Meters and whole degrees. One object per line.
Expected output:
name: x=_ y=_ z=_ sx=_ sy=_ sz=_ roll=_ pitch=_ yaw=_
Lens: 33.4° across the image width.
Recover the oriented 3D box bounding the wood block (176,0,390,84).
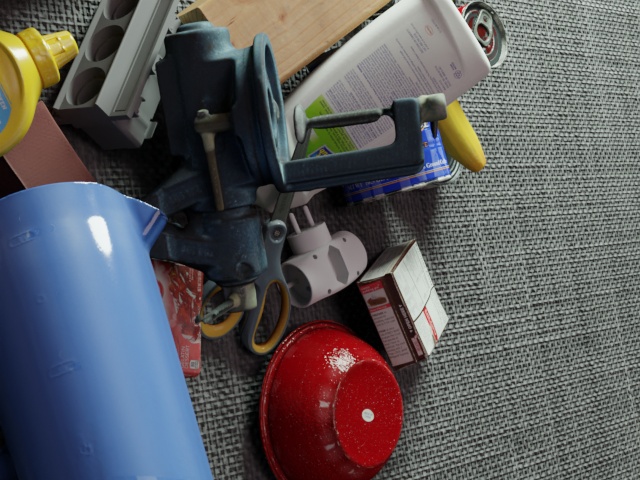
wood block: x=-0.015 y=-0.211 z=0.911 sx=0.206 sy=0.091 sz=0.090 roll=-40 pitch=109 yaw=-18

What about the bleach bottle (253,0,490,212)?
bleach bottle: x=0.014 y=-0.110 z=0.903 sx=0.251 sy=0.068 sz=0.102 roll=-34 pitch=97 yaw=-1

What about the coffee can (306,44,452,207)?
coffee can: x=0.054 y=-0.111 z=0.989 sx=0.102 sy=0.103 sz=0.140 roll=-18 pitch=92 yaw=-43

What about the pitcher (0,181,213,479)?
pitcher: x=-0.158 y=0.098 z=0.684 sx=0.144 sy=0.149 sz=0.243 roll=4 pitch=54 yaw=-44

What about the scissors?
scissors: x=-0.056 y=0.001 z=0.870 sx=0.096 sy=0.016 sz=0.202 roll=-5 pitch=110 yaw=-29

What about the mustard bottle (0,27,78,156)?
mustard bottle: x=-0.248 y=-0.091 z=0.699 sx=0.191 sy=0.058 sz=0.096 roll=-29 pitch=95 yaw=-18

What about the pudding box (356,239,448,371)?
pudding box: x=0.078 y=0.057 z=0.990 sx=0.090 sy=0.039 sz=0.113 roll=66 pitch=20 yaw=-8

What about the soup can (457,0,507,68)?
soup can: x=0.127 y=-0.192 z=1.073 sx=0.068 sy=0.102 sz=0.068 roll=11 pitch=73 yaw=-40

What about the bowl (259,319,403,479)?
bowl: x=0.022 y=0.148 z=0.921 sx=0.161 sy=0.055 sz=0.162 roll=7 pitch=80 yaw=-46

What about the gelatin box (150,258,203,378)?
gelatin box: x=-0.129 y=0.061 z=0.834 sx=0.073 sy=0.030 sz=0.089 roll=12 pitch=72 yaw=-39

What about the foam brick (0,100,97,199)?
foam brick: x=-0.210 y=-0.051 z=0.773 sx=0.052 sy=0.051 sz=0.078 roll=-43 pitch=109 yaw=-38

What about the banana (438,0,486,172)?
banana: x=0.116 y=-0.157 z=1.025 sx=0.037 sy=0.070 sz=0.198 roll=-36 pitch=127 yaw=-37
